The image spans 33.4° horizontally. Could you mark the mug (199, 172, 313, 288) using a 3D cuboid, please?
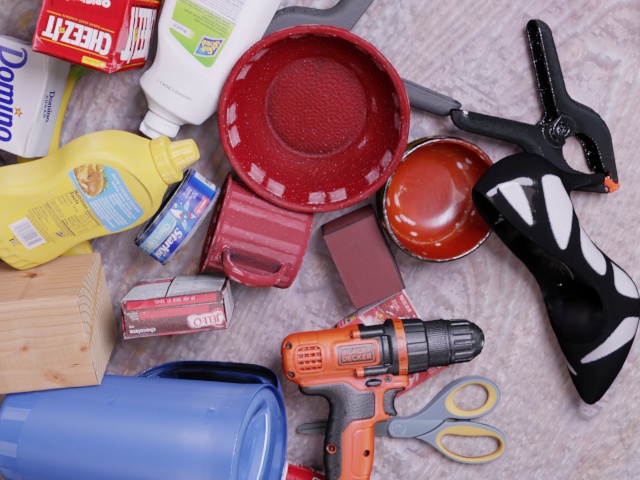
[{"bbox_3d":[-0.056,0.001,0.940,0.081,0.117,0.093,17,121,-10],"label":"mug"}]

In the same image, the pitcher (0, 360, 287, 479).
[{"bbox_3d":[-0.155,0.174,0.949,0.243,0.149,0.145,5,85,18],"label":"pitcher"}]

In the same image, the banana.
[{"bbox_3d":[-0.237,-0.066,0.959,0.069,0.037,0.198,2,102,-1],"label":"banana"}]

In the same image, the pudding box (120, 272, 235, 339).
[{"bbox_3d":[-0.124,0.057,0.948,0.090,0.113,0.039,-5,99,0],"label":"pudding box"}]

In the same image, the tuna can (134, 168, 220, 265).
[{"bbox_3d":[-0.127,-0.022,0.944,0.033,0.086,0.086,37,99,-12],"label":"tuna can"}]

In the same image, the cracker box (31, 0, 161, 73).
[{"bbox_3d":[-0.154,-0.246,0.858,0.072,0.164,0.214,17,101,-3],"label":"cracker box"}]

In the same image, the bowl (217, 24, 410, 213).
[{"bbox_3d":[-0.005,-0.108,0.913,0.162,0.055,0.162,1,110,2],"label":"bowl"}]

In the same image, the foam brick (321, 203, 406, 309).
[{"bbox_3d":[0.039,0.015,0.973,0.051,0.053,0.078,-23,102,3],"label":"foam brick"}]

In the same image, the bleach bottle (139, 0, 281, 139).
[{"bbox_3d":[-0.092,-0.202,0.907,0.103,0.068,0.251,31,100,14],"label":"bleach bottle"}]

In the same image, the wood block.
[{"bbox_3d":[-0.297,0.077,0.946,0.206,0.091,0.090,-6,115,4],"label":"wood block"}]

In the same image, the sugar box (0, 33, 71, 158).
[{"bbox_3d":[-0.310,-0.141,0.917,0.176,0.048,0.093,19,101,12],"label":"sugar box"}]

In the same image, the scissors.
[{"bbox_3d":[0.086,0.162,1.025,0.201,0.016,0.096,14,100,-4],"label":"scissors"}]

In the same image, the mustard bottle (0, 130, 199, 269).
[{"bbox_3d":[-0.193,-0.044,0.904,0.192,0.058,0.096,-20,134,7],"label":"mustard bottle"}]

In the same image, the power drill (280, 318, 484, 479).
[{"bbox_3d":[0.063,0.164,0.958,0.184,0.057,0.187,-5,88,-1],"label":"power drill"}]

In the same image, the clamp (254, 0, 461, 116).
[{"bbox_3d":[0.012,-0.177,0.939,0.210,0.036,0.164,-8,106,3],"label":"clamp"}]

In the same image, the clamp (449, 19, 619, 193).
[{"bbox_3d":[0.197,-0.097,0.953,0.120,0.039,0.171,-39,103,-1],"label":"clamp"}]

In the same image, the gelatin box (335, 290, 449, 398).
[{"bbox_3d":[0.068,0.099,1.003,0.073,0.030,0.089,-31,100,5],"label":"gelatin box"}]
